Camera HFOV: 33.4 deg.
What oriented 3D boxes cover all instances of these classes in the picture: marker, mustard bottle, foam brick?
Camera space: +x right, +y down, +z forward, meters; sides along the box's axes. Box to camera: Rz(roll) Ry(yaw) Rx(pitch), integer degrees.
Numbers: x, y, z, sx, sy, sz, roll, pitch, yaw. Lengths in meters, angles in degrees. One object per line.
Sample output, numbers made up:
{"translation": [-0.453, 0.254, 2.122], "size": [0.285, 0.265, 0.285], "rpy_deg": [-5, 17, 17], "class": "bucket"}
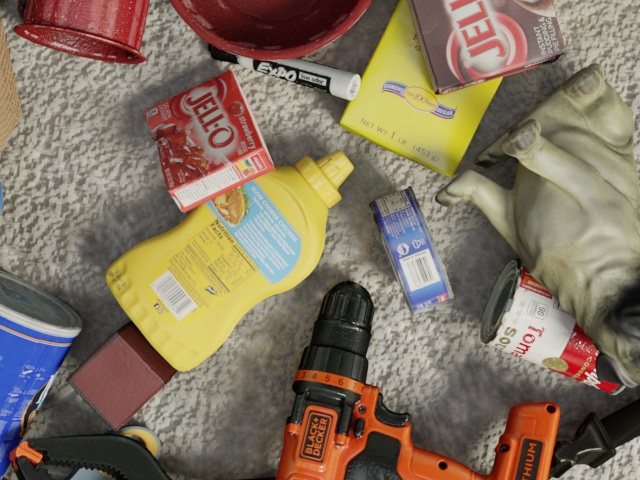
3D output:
{"translation": [-0.029, -0.126, 0.766], "size": [0.121, 0.020, 0.020], "rpy_deg": [20, 93, 23], "class": "marker"}
{"translation": [-0.055, 0.001, 0.774], "size": [0.191, 0.058, 0.096], "rpy_deg": [-39, 86, 3], "class": "mustard bottle"}
{"translation": [-0.140, 0.095, 0.771], "size": [0.053, 0.078, 0.051], "rpy_deg": [-44, 92, 5], "class": "foam brick"}

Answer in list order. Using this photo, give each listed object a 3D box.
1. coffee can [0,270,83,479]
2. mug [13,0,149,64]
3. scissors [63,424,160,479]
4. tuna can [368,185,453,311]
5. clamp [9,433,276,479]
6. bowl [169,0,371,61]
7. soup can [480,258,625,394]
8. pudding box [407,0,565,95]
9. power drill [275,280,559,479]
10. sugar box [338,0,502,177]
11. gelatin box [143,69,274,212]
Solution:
{"translation": [-0.247, 0.099, 0.760], "size": [0.103, 0.103, 0.140], "rpy_deg": [28, 93, -1], "class": "coffee can"}
{"translation": [-0.171, -0.178, 0.759], "size": [0.117, 0.093, 0.081], "rpy_deg": [10, 88, 36], "class": "mug"}
{"translation": [-0.192, 0.170, 0.758], "size": [0.201, 0.016, 0.096], "rpy_deg": [17, 75, -33], "class": "scissors"}
{"translation": [0.064, 0.007, 0.759], "size": [0.034, 0.086, 0.086], "rpy_deg": [-21, 93, 3], "class": "tuna can"}
{"translation": [-0.127, 0.208, 0.746], "size": [0.209, 0.036, 0.164], "rpy_deg": [28, 62, -15], "class": "clamp"}
{"translation": [-0.035, -0.207, 0.764], "size": [0.162, 0.055, 0.162], "rpy_deg": [0, 93, 1], "class": "bowl"}
{"translation": [0.175, 0.061, 0.768], "size": [0.102, 0.068, 0.068], "rpy_deg": [21, 93, -1], "class": "soup can"}
{"translation": [0.106, -0.165, 0.728], "size": [0.090, 0.039, 0.113], "rpy_deg": [-17, 90, 1], "class": "pudding box"}
{"translation": [0.069, 0.131, 0.758], "size": [0.188, 0.057, 0.184], "rpy_deg": [12, 76, 8], "class": "power drill"}
{"translation": [0.092, -0.143, 0.771], "size": [0.093, 0.048, 0.176], "rpy_deg": [26, 94, 0], "class": "sugar box"}
{"translation": [-0.081, -0.073, 0.762], "size": [0.073, 0.030, 0.089], "rpy_deg": [-25, 52, 3], "class": "gelatin box"}
